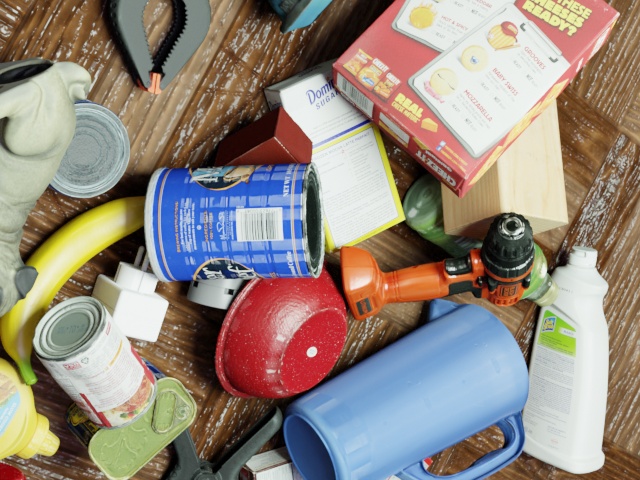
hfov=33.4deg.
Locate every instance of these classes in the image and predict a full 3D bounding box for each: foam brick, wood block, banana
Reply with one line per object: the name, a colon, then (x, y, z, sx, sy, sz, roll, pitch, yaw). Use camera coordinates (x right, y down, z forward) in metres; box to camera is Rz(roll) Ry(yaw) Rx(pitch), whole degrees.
foam brick: (-0.053, -0.077, 0.991, 0.053, 0.078, 0.051, 47, 32, -29)
wood block: (0.177, -0.111, 1.073, 0.090, 0.091, 0.206, 8, 73, -33)
banana: (-0.223, 0.029, 0.940, 0.069, 0.037, 0.197, 35, 78, -6)

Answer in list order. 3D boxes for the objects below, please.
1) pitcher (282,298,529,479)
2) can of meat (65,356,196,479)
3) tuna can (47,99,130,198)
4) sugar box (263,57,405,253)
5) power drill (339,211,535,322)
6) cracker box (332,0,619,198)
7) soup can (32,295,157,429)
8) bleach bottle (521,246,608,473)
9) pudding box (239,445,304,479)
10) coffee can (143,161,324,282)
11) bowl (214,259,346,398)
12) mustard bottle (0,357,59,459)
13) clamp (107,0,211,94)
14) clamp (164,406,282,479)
pitcher: (0.091, 0.176, 1.092, 0.242, 0.149, 0.145, -23, 122, -29)
can of meat: (-0.176, 0.159, 0.978, 0.102, 0.084, 0.057, -41, 119, -16)
tuna can: (-0.211, -0.080, 0.931, 0.086, 0.034, 0.086, -7, 105, -29)
sugar box: (0.015, -0.084, 1.057, 0.093, 0.048, 0.176, -26, 110, -22)
power drill: (0.116, 0.028, 1.049, 0.187, 0.184, 0.057, -6, 67, 5)
cracker box: (0.141, -0.172, 0.991, 0.164, 0.072, 0.213, 42, 80, 11)
soup can: (-0.190, 0.104, 0.904, 0.068, 0.069, 0.102, -41, 134, -16)
bleach bottle: (0.294, 0.134, 1.238, 0.067, 0.103, 0.251, -3, 104, -42)
pudding box: (-0.027, 0.261, 1.119, 0.113, 0.039, 0.090, -12, 106, -30)
coffee can: (-0.073, -0.016, 0.943, 0.140, 0.102, 0.103, -2, 106, 9)
bowl: (-0.025, 0.094, 1.036, 0.161, 0.055, 0.162, -29, 134, -35)
mustard bottle: (-0.306, 0.139, 0.913, 0.191, 0.058, 0.096, 36, 83, -31)
clamp: (-0.126, -0.235, 0.942, 0.164, 0.036, 0.210, -3, 105, -29)
clamp: (-0.103, 0.228, 1.053, 0.120, 0.039, 0.171, 5, 103, -3)
